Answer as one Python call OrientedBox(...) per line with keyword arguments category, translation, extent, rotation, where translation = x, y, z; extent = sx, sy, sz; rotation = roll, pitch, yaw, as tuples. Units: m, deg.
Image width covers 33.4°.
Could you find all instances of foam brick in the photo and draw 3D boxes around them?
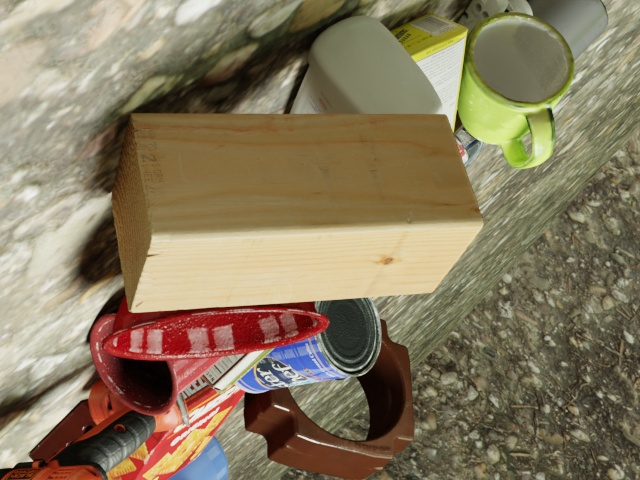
OrientedBox(category="foam brick", translation=(-0.227, 0.197, 1.027), extent=(0.078, 0.053, 0.051), rotation=(-45, 168, 6))

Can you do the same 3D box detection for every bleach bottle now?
OrientedBox(category="bleach bottle", translation=(0.004, -0.062, 0.834), extent=(0.068, 0.102, 0.251), rotation=(-33, 170, -28))

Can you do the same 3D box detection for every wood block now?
OrientedBox(category="wood block", translation=(-0.018, -0.019, 0.667), extent=(0.205, 0.090, 0.091), rotation=(-2, 149, -21))

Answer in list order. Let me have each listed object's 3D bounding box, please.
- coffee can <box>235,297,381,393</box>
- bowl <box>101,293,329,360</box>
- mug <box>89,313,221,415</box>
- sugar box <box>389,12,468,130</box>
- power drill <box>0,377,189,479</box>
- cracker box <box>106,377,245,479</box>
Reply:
OrientedBox(category="coffee can", translation=(-0.023, 0.098, 1.096), extent=(0.141, 0.103, 0.102), rotation=(-16, -172, 40))
OrientedBox(category="bowl", translation=(-0.076, 0.044, 0.761), extent=(0.162, 0.055, 0.162), rotation=(-6, 164, -2))
OrientedBox(category="mug", translation=(-0.138, 0.086, 0.889), extent=(0.117, 0.093, 0.081), rotation=(-14, -164, 41))
OrientedBox(category="sugar box", translation=(0.070, -0.089, 0.880), extent=(0.093, 0.048, 0.176), rotation=(-31, 140, -40))
OrientedBox(category="power drill", translation=(-0.214, 0.182, 0.908), extent=(0.185, 0.057, 0.187), rotation=(-9, -160, 33))
OrientedBox(category="cracker box", translation=(-0.159, 0.193, 1.186), extent=(0.163, 0.072, 0.214), rotation=(-30, 161, -49))
